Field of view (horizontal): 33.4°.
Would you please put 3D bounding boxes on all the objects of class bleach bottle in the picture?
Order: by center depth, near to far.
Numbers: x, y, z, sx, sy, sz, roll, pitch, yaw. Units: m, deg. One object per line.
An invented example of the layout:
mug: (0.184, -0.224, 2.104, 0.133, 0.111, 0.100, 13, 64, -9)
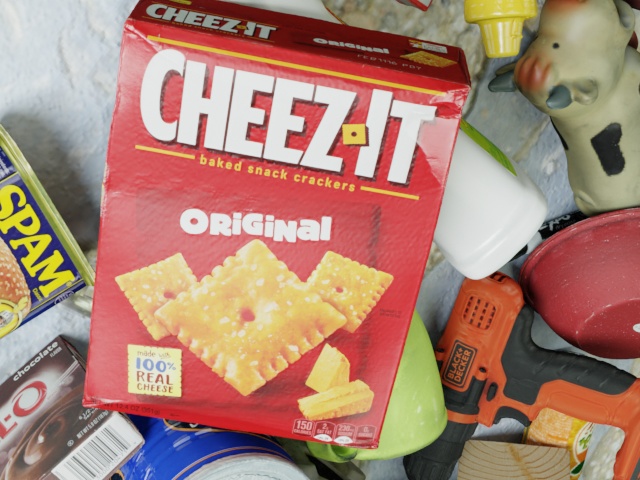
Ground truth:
bleach bottle: (0.015, -0.085, 0.590, 0.250, 0.102, 0.068, 39, 103, -25)

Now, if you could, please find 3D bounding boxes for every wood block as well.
wood block: (0.156, 0.276, 0.884, 0.090, 0.090, 0.206, 3, 120, 11)

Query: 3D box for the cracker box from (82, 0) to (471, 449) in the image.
cracker box: (-0.028, -0.004, 0.548, 0.164, 0.072, 0.214, 10, 116, -3)

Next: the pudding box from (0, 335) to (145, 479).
pudding box: (-0.166, 0.120, 0.603, 0.113, 0.090, 0.039, -40, 131, -11)

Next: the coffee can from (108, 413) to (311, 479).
coffee can: (-0.072, 0.141, 0.634, 0.102, 0.140, 0.103, -9, 112, -23)

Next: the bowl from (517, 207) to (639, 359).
bowl: (0.233, 0.044, 0.802, 0.162, 0.055, 0.162, -1, 144, -1)

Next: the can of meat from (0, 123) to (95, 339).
can of meat: (-0.177, 0.002, 0.556, 0.084, 0.058, 0.102, -33, 128, -13)

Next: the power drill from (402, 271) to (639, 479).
power drill: (0.161, 0.133, 0.779, 0.057, 0.188, 0.184, -31, 141, -61)
